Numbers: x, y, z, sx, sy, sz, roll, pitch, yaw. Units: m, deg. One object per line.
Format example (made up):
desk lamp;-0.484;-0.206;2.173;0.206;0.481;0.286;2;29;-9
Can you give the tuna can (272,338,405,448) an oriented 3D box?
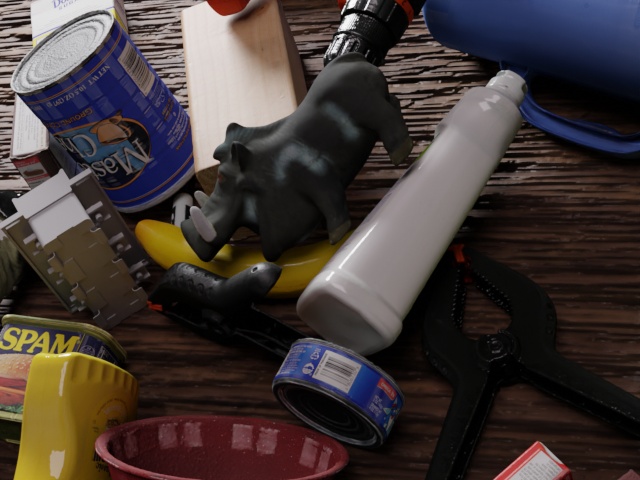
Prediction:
tuna can;0.011;0.103;0.712;0.086;0.086;0.033;14;60;29

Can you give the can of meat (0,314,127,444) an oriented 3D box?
can of meat;-0.210;0.109;0.809;0.102;0.057;0.084;5;57;23

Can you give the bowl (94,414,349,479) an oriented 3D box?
bowl;-0.064;0.157;0.682;0.162;0.161;0.055;5;95;24

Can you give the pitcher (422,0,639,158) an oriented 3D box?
pitcher;0.201;-0.175;0.849;0.243;0.145;0.149;22;50;37

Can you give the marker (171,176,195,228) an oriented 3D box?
marker;-0.117;-0.011;0.895;0.020;0.020;0.121;-11;50;11

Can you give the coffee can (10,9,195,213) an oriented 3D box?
coffee can;-0.175;-0.107;0.899;0.103;0.140;0.103;-23;37;18

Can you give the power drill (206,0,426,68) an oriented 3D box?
power drill;-0.003;-0.208;0.866;0.188;0.057;0.184;17;66;28

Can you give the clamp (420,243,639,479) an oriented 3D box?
clamp;0.132;0.081;0.716;0.164;0.036;0.210;-15;47;10

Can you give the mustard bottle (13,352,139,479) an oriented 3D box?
mustard bottle;-0.167;0.177;0.706;0.058;0.096;0.191;-3;67;19

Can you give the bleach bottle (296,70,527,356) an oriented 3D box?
bleach bottle;0.082;-0.033;0.782;0.068;0.103;0.250;38;68;-3

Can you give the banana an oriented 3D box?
banana;-0.054;0.014;0.832;0.198;0.037;0.069;0;44;8

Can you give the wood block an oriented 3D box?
wood block;-0.058;-0.114;0.909;0.090;0.091;0.206;-17;49;7

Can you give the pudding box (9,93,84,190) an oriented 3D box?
pudding box;-0.239;-0.087;0.954;0.039;0.090;0.113;-17;49;6

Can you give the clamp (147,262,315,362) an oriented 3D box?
clamp;-0.066;0.045;0.770;0.172;0.120;0.039;12;51;32

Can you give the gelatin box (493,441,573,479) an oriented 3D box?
gelatin box;0.116;0.168;0.618;0.073;0.089;0.030;-38;47;-11

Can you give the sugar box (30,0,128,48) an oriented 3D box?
sugar box;-0.238;-0.189;1.066;0.093;0.048;0.176;-20;45;5
